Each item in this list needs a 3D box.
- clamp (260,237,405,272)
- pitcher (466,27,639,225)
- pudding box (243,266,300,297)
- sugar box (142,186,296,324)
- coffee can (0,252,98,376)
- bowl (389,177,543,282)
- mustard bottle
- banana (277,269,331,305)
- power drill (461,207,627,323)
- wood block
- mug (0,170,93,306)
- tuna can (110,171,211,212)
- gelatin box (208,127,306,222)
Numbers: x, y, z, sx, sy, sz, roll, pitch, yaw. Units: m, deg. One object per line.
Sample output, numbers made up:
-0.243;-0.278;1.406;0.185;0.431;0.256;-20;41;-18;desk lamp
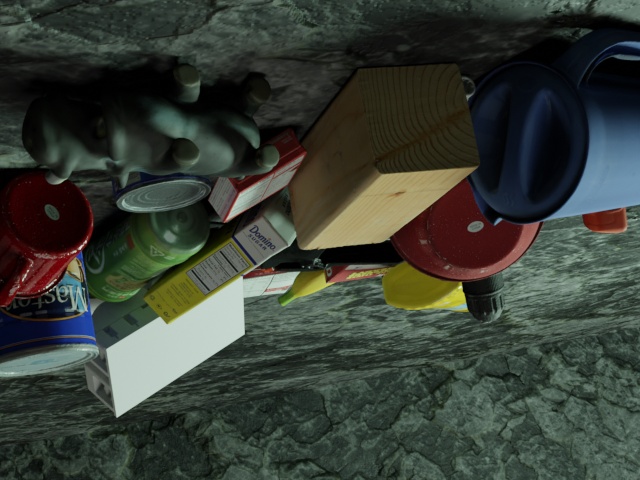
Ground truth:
-0.009;0.008;1.092;0.172;0.039;0.120;-10;155;37;clamp
0.252;-0.094;0.928;0.242;0.145;0.149;-5;178;-40;pitcher
-0.078;0.042;1.362;0.090;0.039;0.114;-6;163;-17;pudding box
-0.091;0.011;1.065;0.176;0.048;0.093;-36;-168;30;sugar box
-0.268;0.047;0.992;0.103;0.140;0.103;-11;167;-3;coffee can
0.142;-0.025;1.008;0.162;0.162;0.055;-12;-158;2;bowl
0.156;0.054;1.261;0.096;0.058;0.191;-17;167;28;mustard bottle
0.034;0.026;1.332;0.197;0.037;0.070;-22;177;-34;banana
0.219;-0.021;1.094;0.187;0.184;0.057;-16;-163;-16;power drill
0.045;-0.065;0.915;0.090;0.090;0.206;-6;166;-20;wood block
-0.247;0.002;0.899;0.093;0.117;0.082;31;143;-19;mug
-0.138;-0.053;0.926;0.086;0.034;0.086;-11;167;-3;tuna can
-0.057;-0.057;0.937;0.073;0.030;0.089;-32;173;-20;gelatin box
